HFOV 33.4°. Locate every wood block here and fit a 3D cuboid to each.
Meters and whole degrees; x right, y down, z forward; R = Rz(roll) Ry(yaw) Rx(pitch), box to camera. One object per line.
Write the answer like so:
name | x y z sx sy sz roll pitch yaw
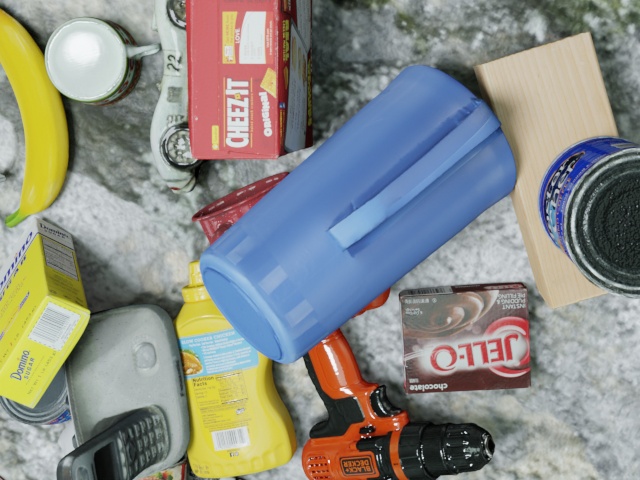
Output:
wood block | 0.201 -0.060 0.889 0.091 0.090 0.206 -17 97 6

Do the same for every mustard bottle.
mustard bottle | -0.087 0.110 0.949 0.096 0.058 0.191 -11 97 14

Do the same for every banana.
banana | -0.258 -0.109 0.942 0.069 0.037 0.198 -3 98 4

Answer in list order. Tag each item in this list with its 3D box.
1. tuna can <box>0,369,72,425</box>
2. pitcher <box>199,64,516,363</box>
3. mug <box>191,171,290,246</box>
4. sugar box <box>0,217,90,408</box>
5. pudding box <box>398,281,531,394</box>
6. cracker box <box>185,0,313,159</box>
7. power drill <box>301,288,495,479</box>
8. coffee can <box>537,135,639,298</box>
tuna can | -0.248 0.123 0.961 0.086 0.033 0.086 -3 79 16
pitcher | 0.030 -0.020 0.824 0.242 0.149 0.145 -40 50 -19
mug | -0.056 0.001 0.906 0.093 0.117 0.081 -20 102 26
sugar box | -0.241 0.054 0.894 0.048 0.176 0.093 29 99 -29
pudding box | 0.127 0.085 0.940 0.113 0.039 0.090 -3 99 5
cracker box | -0.050 -0.149 0.832 0.072 0.213 0.164 1 98 5
power drill | 0.046 0.119 0.913 0.185 0.057 0.187 -13 93 32
coffee can | 0.218 -0.021 0.776 0.103 0.140 0.103 1 99 4
